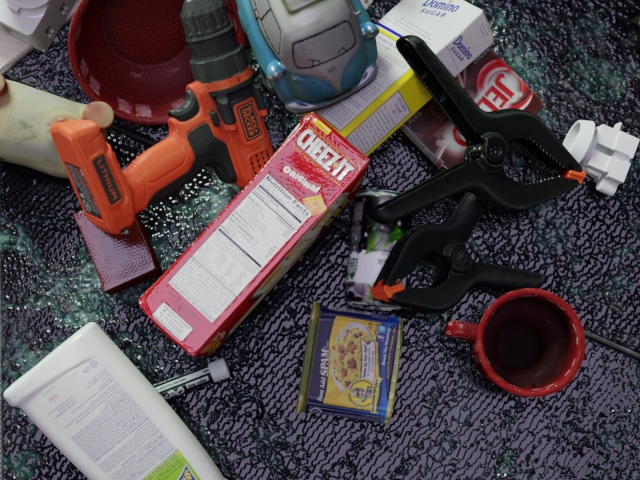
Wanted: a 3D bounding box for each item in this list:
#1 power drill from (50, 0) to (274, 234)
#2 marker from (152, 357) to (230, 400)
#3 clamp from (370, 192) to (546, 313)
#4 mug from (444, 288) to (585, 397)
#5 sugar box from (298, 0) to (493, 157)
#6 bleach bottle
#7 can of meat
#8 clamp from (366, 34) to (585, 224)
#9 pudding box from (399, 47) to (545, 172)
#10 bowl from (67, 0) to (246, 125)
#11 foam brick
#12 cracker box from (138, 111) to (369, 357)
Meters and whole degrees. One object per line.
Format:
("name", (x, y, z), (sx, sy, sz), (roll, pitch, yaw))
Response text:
("power drill", (-0.134, -0.103, 0.928), (0.187, 0.057, 0.184), (-30, 116, -25))
("marker", (-0.142, 0.137, 0.976), (0.121, 0.020, 0.020), (-21, 83, -3))
("clamp", (0.126, 0.023, 0.957), (0.171, 0.039, 0.120), (-34, 91, -21))
("mug", (0.168, 0.090, 0.949), (0.117, 0.081, 0.093), (9, 83, 1))
("sugar box", (0.065, -0.156, 0.981), (0.176, 0.048, 0.093), (-40, 45, -6))
("bleach bottle", (-0.157, 0.196, 0.936), (0.102, 0.068, 0.251), (-39, 95, -1))
("can of meat", (0.027, 0.111, 0.961), (0.084, 0.057, 0.102), (9, 83, -1))
("clamp", (0.141, -0.088, 0.940), (0.209, 0.036, 0.164), (6, 87, -23))
("pudding box", (0.138, -0.119, 0.998), (0.113, 0.039, 0.090), (-44, 85, -4))
("bowl", (-0.152, -0.189, 0.978), (0.162, 0.055, 0.162), (-9, 126, -13))
("foam brick", (-0.184, 0.004, 0.978), (0.053, 0.051, 0.078), (-22, 83, -4))
("cracker box", (-0.056, 0.001, 0.922), (0.072, 0.164, 0.213), (41, 85, 3))
